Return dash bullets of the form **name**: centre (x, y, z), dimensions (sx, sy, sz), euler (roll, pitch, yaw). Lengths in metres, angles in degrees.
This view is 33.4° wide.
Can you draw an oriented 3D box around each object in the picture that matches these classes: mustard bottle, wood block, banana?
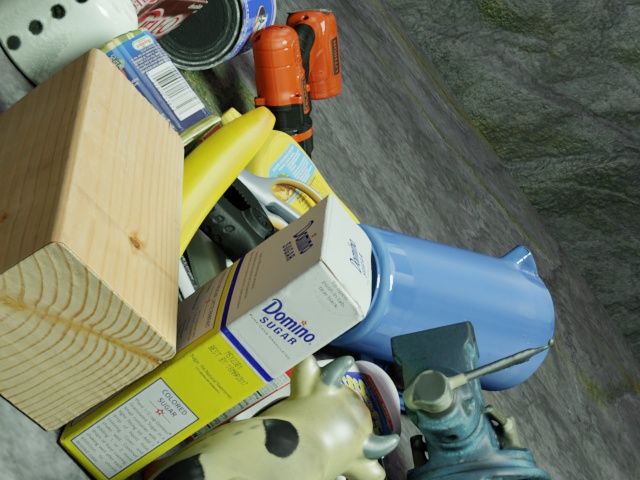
- **mustard bottle**: centre (-0.032, -0.045, 1.011), dimensions (0.191, 0.058, 0.096), euler (53, 39, -14)
- **wood block**: centre (-0.139, -0.010, 0.601), dimensions (0.090, 0.090, 0.206), euler (48, 19, -31)
- **banana**: centre (-0.090, -0.016, 0.726), dimensions (0.037, 0.070, 0.197), euler (59, 41, -37)

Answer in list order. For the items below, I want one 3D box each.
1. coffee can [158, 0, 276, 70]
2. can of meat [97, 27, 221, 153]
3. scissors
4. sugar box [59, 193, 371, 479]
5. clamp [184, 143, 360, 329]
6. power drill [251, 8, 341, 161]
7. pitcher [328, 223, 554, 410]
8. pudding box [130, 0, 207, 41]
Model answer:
- **coffee can**: centre (-0.108, -0.227, 1.055), dimensions (0.103, 0.103, 0.140), euler (55, 17, -7)
- **can of meat**: centre (-0.131, -0.088, 0.745), dimensions (0.084, 0.102, 0.057), euler (54, 47, -3)
- **scissors**: centre (-0.079, -0.040, 0.933), dimensions (0.201, 0.016, 0.096), euler (24, 67, -24)
- **sugar box**: centre (-0.053, 0.054, 0.575), dimensions (0.048, 0.176, 0.093), euler (52, 17, -17)
- **clamp**: centre (-0.055, 0.001, 0.798), dimensions (0.210, 0.036, 0.164), euler (49, 15, 2)
- **power drill**: centre (-0.021, -0.153, 1.115), dimensions (0.187, 0.057, 0.184), euler (-70, 157, -60)
- **pitcher**: centre (0.094, 0.070, 0.989), dimensions (0.242, 0.145, 0.149), euler (17, 60, -44)
- **pudding box**: centre (-0.152, -0.183, 0.874), dimensions (0.039, 0.090, 0.113), euler (56, 16, -5)
